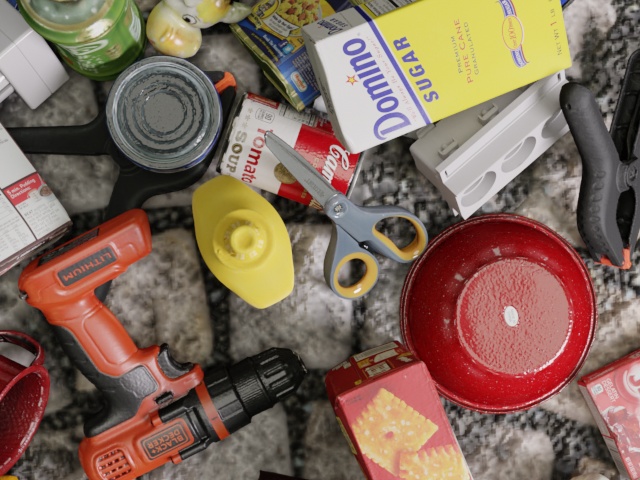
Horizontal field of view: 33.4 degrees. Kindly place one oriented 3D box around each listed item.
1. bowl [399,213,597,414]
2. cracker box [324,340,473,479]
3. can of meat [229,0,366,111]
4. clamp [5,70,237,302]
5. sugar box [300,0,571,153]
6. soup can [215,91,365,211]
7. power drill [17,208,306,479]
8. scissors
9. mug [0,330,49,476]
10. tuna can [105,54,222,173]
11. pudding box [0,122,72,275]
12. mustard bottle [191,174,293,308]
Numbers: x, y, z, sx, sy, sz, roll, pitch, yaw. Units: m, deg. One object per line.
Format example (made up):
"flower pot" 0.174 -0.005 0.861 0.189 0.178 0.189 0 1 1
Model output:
"bowl" 0.145 0.058 0.831 0.162 0.055 0.162 0 89 -3
"cracker box" 0.074 0.187 0.771 0.072 0.164 0.214 -22 91 -2
"can of meat" -0.010 -0.155 0.803 0.084 0.102 0.057 -38 134 -1
"clamp" -0.159 -0.071 0.822 0.210 0.036 0.164 -42 93 0
"sugar box" 0.083 -0.136 0.755 0.176 0.048 0.093 -24 122 -6
"soup can" -0.021 -0.066 0.815 0.102 0.068 0.068 20 88 -3
"power drill" -0.124 0.075 0.797 0.184 0.057 0.187 -27 103 -6
"scissors" 0.004 -0.009 0.784 0.201 0.016 0.096 22 112 -44
"mug" -0.254 0.111 0.792 0.081 0.093 0.117 22 51 12
"tuna can" -0.115 -0.093 0.788 0.086 0.034 0.086 0 92 -5
"pudding box" -0.246 -0.031 0.764 0.113 0.039 0.089 52 45 -1
"mustard bottle" -0.055 0.001 0.751 0.058 0.191 0.096 -28 91 -4
